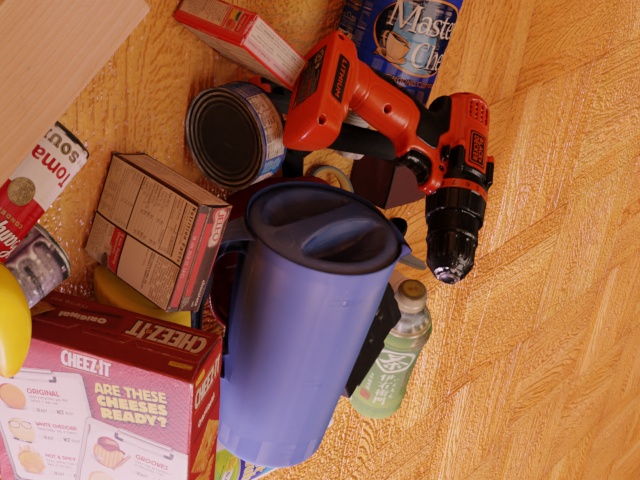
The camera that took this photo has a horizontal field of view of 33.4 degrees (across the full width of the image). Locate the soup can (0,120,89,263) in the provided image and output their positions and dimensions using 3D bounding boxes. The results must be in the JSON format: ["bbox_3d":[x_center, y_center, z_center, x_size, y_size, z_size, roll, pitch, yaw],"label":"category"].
[{"bbox_3d":[-0.212,-0.038,0.717,0.102,0.069,0.068,-54,148,-13],"label":"soup can"}]

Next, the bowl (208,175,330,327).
[{"bbox_3d":[-0.056,0.001,0.982,0.161,0.055,0.162,-33,142,-31],"label":"bowl"}]

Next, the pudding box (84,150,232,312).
[{"bbox_3d":[-0.127,-0.008,0.822,0.039,0.114,0.090,1,114,-52],"label":"pudding box"}]

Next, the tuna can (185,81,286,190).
[{"bbox_3d":[-0.068,-0.086,0.872,0.033,0.086,0.086,-26,135,-46],"label":"tuna can"}]

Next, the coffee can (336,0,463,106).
[{"bbox_3d":[0.067,-0.190,0.969,0.102,0.103,0.140,-6,120,-54],"label":"coffee can"}]

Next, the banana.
[{"bbox_3d":[-0.215,0.044,0.663,0.069,0.037,0.198,-58,170,-9],"label":"banana"}]

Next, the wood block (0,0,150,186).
[{"bbox_3d":[-0.213,-0.105,0.641,0.206,0.090,0.090,-53,148,-12],"label":"wood block"}]

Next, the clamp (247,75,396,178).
[{"bbox_3d":[-0.004,-0.097,0.956,0.120,0.039,0.171,-24,149,11],"label":"clamp"}]

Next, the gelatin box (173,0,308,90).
[{"bbox_3d":[-0.060,-0.158,0.836,0.030,0.073,0.089,-61,149,-1],"label":"gelatin box"}]

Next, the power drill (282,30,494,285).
[{"bbox_3d":[0.061,-0.073,0.876,0.187,0.057,0.184,27,53,-27],"label":"power drill"}]

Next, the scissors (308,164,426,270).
[{"bbox_3d":[0.046,-0.023,1.101,0.201,0.016,0.096,6,95,-39],"label":"scissors"}]

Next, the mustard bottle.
[{"bbox_3d":[-0.150,0.113,0.903,0.058,0.096,0.192,-27,136,-37],"label":"mustard bottle"}]

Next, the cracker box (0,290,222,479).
[{"bbox_3d":[-0.167,0.154,0.843,0.072,0.164,0.214,-61,161,-56],"label":"cracker box"}]

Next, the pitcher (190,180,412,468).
[{"bbox_3d":[-0.033,0.079,0.927,0.144,0.149,0.243,-43,155,-54],"label":"pitcher"}]

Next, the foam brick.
[{"bbox_3d":[0.076,-0.071,1.129,0.078,0.053,0.051,-18,129,-50],"label":"foam brick"}]
